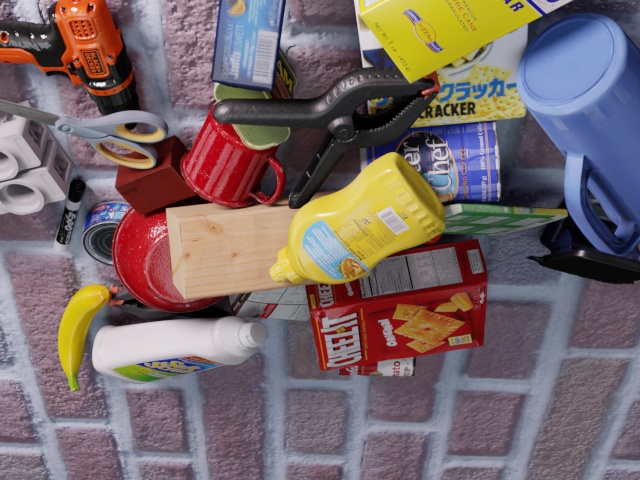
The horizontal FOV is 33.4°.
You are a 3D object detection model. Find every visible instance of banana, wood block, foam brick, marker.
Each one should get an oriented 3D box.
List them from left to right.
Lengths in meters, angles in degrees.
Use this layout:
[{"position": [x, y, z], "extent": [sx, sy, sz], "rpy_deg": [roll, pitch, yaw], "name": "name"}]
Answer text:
[{"position": [-0.298, -0.030, 1.267], "extent": [0.020, 0.020, 0.121], "rpy_deg": [15, 137, -14], "name": "marker"}, {"position": [-0.311, 0.111, 1.394], "extent": [0.037, 0.070, 0.198], "rpy_deg": [-21, 147, -41], "name": "banana"}, {"position": [-0.182, -0.072, 1.191], "extent": [0.078, 0.051, 0.053], "rpy_deg": [-18, 134, 21], "name": "foam brick"}, {"position": [-0.058, 0.002, 1.178], "extent": [0.205, 0.091, 0.090], "rpy_deg": [-7, 102, -15], "name": "wood block"}]

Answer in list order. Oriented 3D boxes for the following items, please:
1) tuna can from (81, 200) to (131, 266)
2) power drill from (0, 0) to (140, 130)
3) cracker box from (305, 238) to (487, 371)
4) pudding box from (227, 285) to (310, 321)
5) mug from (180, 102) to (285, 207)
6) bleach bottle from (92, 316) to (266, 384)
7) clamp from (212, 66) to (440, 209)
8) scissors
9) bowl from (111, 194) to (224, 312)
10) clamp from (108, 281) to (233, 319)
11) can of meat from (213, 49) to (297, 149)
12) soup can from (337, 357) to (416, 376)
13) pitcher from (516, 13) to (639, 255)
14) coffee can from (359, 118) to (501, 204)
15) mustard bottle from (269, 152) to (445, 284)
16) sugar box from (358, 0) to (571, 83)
[{"position": [-0.242, -0.006, 1.280], "extent": [0.086, 0.033, 0.086], "rpy_deg": [1, 138, 1], "name": "tuna can"}, {"position": [-0.284, -0.174, 1.079], "extent": [0.187, 0.057, 0.184], "rpy_deg": [-4, 142, 4], "name": "power drill"}, {"position": [0.094, 0.084, 1.306], "extent": [0.213, 0.072, 0.164], "rpy_deg": [-10, 147, 0], "name": "cracker box"}, {"position": [-0.047, 0.059, 1.326], "extent": [0.113, 0.039, 0.090], "rpy_deg": [5, 140, -31], "name": "pudding box"}, {"position": [-0.084, -0.088, 1.131], "extent": [0.117, 0.093, 0.082], "rpy_deg": [43, 130, 14], "name": "mug"}, {"position": [-0.174, 0.133, 1.360], "extent": [0.251, 0.068, 0.102], "rpy_deg": [-14, 149, 39], "name": "bleach bottle"}, {"position": [0.021, -0.109, 1.042], "extent": [0.210, 0.036, 0.164], "rpy_deg": [-18, 140, 12], "name": "clamp"}, {"position": [-0.242, -0.125, 1.087], "extent": [0.201, 0.016, 0.096], "rpy_deg": [26, 139, -37], "name": "scissors"}, {"position": [-0.160, 0.021, 1.238], "extent": [0.162, 0.055, 0.162], "rpy_deg": [-4, 112, -10], "name": "bowl"}, {"position": [-0.179, 0.066, 1.356], "extent": [0.171, 0.039, 0.120], "rpy_deg": [6, 132, -15], "name": "clamp"}, {"position": [-0.066, -0.154, 1.070], "extent": [0.057, 0.084, 0.102], "rpy_deg": [-15, 135, 18], "name": "can of meat"}, {"position": [0.073, 0.146, 1.413], "extent": [0.102, 0.068, 0.068], "rpy_deg": [1, 138, 0], "name": "soup can"}, {"position": [0.286, -0.103, 1.036], "extent": [0.145, 0.149, 0.242], "rpy_deg": [-30, 140, 24], "name": "pitcher"}, {"position": [0.115, -0.087, 1.125], "extent": [0.140, 0.103, 0.103], "rpy_deg": [-4, 138, 7], "name": "coffee can"}, {"position": [0.026, -0.007, 1.089], "extent": [0.192, 0.058, 0.096], "rpy_deg": [-31, 120, 25], "name": "mustard bottle"}, {"position": [0.131, -0.215, 0.922], "extent": [0.176, 0.048, 0.093], "rpy_deg": [-24, 132, 25], "name": "sugar box"}]
